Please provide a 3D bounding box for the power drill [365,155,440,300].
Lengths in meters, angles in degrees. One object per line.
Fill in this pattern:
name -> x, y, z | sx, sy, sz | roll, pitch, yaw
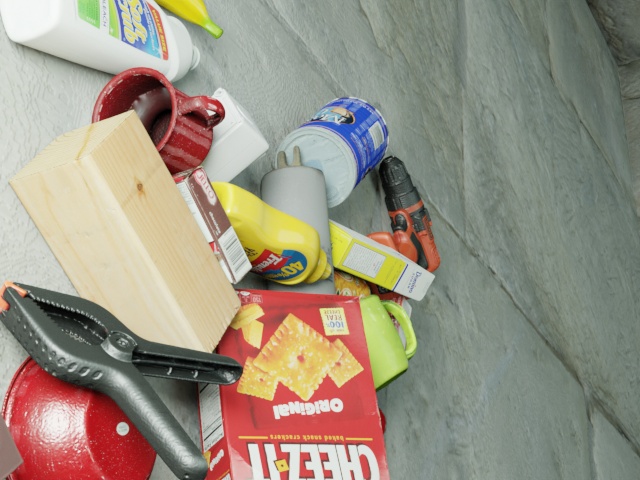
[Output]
power drill -> 0.108, -0.010, 1.493 | 0.184, 0.057, 0.187 | 67, 28, -16

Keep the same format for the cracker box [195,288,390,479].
cracker box -> -0.030, 0.154, 1.018 | 0.164, 0.072, 0.214 | 6, 58, -25

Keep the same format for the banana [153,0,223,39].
banana -> -0.174, -0.264, 1.079 | 0.070, 0.037, 0.197 | 38, 12, 36

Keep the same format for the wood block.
wood block -> -0.163, 0.005, 0.927 | 0.206, 0.090, 0.090 | 64, 30, -22

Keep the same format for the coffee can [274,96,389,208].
coffee can -> 0.016, -0.110, 1.317 | 0.103, 0.103, 0.140 | 68, 27, -15

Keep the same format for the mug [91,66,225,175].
mug -> -0.143, -0.110, 1.000 | 0.081, 0.117, 0.093 | 24, 52, -63

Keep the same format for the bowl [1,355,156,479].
bowl -> -0.179, 0.157, 0.856 | 0.162, 0.055, 0.162 | 39, 43, -50

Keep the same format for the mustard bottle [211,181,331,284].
mustard bottle -> -0.057, 0.002, 1.091 | 0.191, 0.096, 0.058 | 27, 55, -43

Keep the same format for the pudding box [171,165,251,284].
pudding box -> -0.129, -0.004, 0.996 | 0.113, 0.090, 0.039 | 66, 30, -16

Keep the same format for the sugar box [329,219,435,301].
sugar box -> 0.054, 0.021, 1.307 | 0.176, 0.093, 0.048 | 27, 95, -46

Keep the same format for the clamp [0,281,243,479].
clamp -> -0.157, 0.099, 0.822 | 0.210, 0.036, 0.164 | 29, 21, -12

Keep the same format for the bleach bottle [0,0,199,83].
bleach bottle -> -0.194, -0.208, 1.009 | 0.250, 0.068, 0.102 | 8, 71, -64
